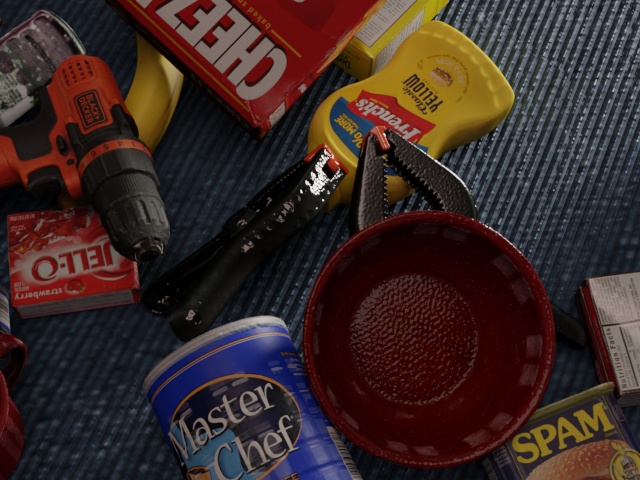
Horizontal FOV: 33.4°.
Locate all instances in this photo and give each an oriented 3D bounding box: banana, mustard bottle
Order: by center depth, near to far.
[{"bbox_3d":[0.048,-0.081,0.805,0.191,0.058,0.096,-38,77,-18],"label":"mustard bottle"},{"bbox_3d":[-0.145,-0.105,0.824,0.070,0.037,0.197,2,62,17],"label":"banana"}]

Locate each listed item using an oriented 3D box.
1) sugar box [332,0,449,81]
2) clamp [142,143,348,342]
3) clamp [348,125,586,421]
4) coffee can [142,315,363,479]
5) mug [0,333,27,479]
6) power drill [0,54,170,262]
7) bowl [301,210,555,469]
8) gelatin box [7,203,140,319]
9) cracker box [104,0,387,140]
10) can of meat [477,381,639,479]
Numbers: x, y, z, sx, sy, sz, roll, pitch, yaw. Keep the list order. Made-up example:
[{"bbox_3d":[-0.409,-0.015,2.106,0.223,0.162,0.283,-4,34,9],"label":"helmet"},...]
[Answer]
[{"bbox_3d":[0.059,-0.217,0.878,0.093,0.048,0.176,38,66,14],"label":"sugar box"},{"bbox_3d":[-0.055,0.001,0.733,0.171,0.120,0.039,-44,113,-19],"label":"clamp"},{"bbox_3d":[0.071,0.023,0.744,0.164,0.036,0.210,-30,88,-14],"label":"clamp"},{"bbox_3d":[-0.038,0.134,0.675,0.102,0.103,0.140,-24,68,-13],"label":"coffee can"},{"bbox_3d":[-0.232,0.111,0.690,0.093,0.081,0.117,29,67,11],"label":"mug"},{"bbox_3d":[-0.208,-0.032,0.739,0.187,0.057,0.184,-22,54,-6],"label":"power drill"},{"bbox_3d":[0.066,0.064,0.691,0.162,0.055,0.162,1,84,-6],"label":"bowl"},{"bbox_3d":[-0.177,0.013,0.767,0.089,0.030,0.073,-8,65,-6],"label":"gelatin box"},{"bbox_3d":[-0.034,-0.208,0.790,0.164,0.072,0.213,42,86,1],"label":"cracker box"},{"bbox_3d":[0.163,0.152,0.700,0.102,0.057,0.084,-19,70,-10],"label":"can of meat"}]
